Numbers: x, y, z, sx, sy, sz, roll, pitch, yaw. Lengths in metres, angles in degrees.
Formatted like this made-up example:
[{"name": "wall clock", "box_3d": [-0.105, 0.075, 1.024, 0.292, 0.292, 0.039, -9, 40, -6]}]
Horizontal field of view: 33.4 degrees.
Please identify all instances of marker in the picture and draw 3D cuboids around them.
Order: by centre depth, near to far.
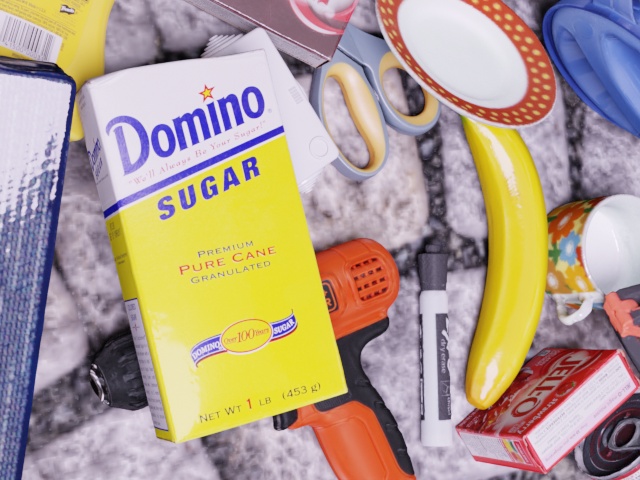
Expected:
[{"name": "marker", "box_3d": [0.069, 0.063, 0.646, 0.020, 0.020, 0.121, 1, 85, -25]}]

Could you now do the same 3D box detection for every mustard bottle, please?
[{"name": "mustard bottle", "box_3d": [-0.140, -0.153, 0.545, 0.096, 0.058, 0.191, 22, 77, -31]}]

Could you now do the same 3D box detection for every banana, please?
[{"name": "banana", "box_3d": [0.110, 0.002, 0.662, 0.069, 0.037, 0.198, -6, 88, -16]}]

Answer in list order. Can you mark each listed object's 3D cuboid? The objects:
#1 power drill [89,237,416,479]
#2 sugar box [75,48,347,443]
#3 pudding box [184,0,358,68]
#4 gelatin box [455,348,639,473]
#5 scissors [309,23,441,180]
[{"name": "power drill", "box_3d": [-0.015, 0.108, 0.582, 0.184, 0.057, 0.187, -21, 95, -25]}, {"name": "sugar box", "box_3d": [-0.053, 0.001, 0.523, 0.093, 0.048, 0.176, -14, 92, -22]}, {"name": "pudding box", "box_3d": [-0.028, -0.161, 0.595, 0.113, 0.039, 0.090, 25, 84, -10]}, {"name": "gelatin box", "box_3d": [0.136, 0.099, 0.644, 0.089, 0.073, 0.030, -36, 100, -23]}, {"name": "scissors", "box_3d": [0.016, -0.137, 0.640, 0.096, 0.016, 0.202, -14, 92, -27]}]
